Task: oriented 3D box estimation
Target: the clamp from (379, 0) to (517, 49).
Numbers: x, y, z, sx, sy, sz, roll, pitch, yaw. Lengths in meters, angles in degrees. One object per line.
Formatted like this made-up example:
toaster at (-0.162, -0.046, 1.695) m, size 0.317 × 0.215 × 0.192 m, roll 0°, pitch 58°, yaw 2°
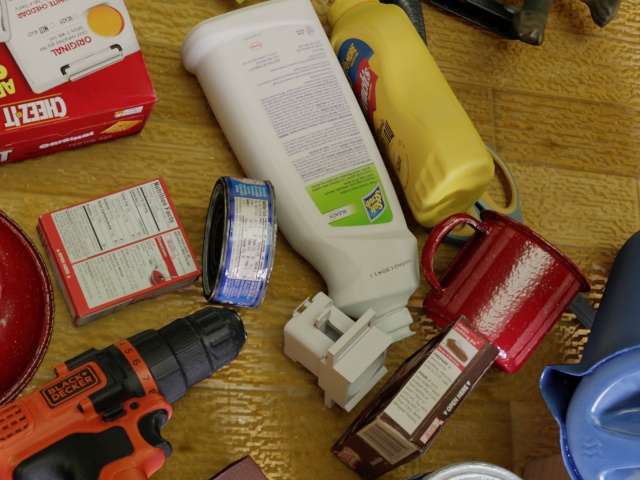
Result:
clamp at (0.068, -0.190, 0.832) m, size 0.171 × 0.039 × 0.120 m, roll 44°, pitch 60°, yaw 3°

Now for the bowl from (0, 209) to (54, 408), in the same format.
bowl at (-0.242, 0.035, 0.647) m, size 0.162 × 0.055 × 0.162 m, roll 5°, pitch 72°, yaw -17°

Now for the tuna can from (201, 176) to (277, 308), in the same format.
tuna can at (-0.055, 0.001, 0.702) m, size 0.033 × 0.086 × 0.086 m, roll 6°, pitch 71°, yaw -15°

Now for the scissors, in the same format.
scissors at (0.141, 0.015, 0.800) m, size 0.096 × 0.016 × 0.202 m, roll -26°, pitch 82°, yaw -22°

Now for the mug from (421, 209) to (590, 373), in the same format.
mug at (0.117, 0.031, 0.737) m, size 0.117 × 0.093 × 0.081 m, roll 40°, pitch 84°, yaw -23°

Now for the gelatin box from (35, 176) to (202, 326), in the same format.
gelatin box at (-0.132, 0.007, 0.706) m, size 0.089 × 0.030 × 0.073 m, roll -20°, pitch 79°, yaw -23°

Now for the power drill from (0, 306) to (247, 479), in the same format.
power drill at (-0.088, 0.130, 0.621) m, size 0.184 × 0.057 × 0.188 m, roll -28°, pitch 47°, yaw -21°

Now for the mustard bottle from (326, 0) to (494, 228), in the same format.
mustard bottle at (0.054, -0.110, 0.764) m, size 0.058 × 0.096 × 0.192 m, roll -22°, pitch 71°, yaw -12°

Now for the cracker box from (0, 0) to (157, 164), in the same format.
cracker box at (-0.222, -0.160, 0.708) m, size 0.164 × 0.072 × 0.214 m, roll -16°, pitch 79°, yaw -22°

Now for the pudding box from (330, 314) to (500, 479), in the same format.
pudding box at (0.059, 0.105, 0.691) m, size 0.039 × 0.114 × 0.090 m, roll 42°, pitch 65°, yaw 1°

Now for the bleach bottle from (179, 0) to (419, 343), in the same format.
bleach bottle at (-0.004, -0.042, 0.747) m, size 0.102 × 0.068 × 0.251 m, roll -21°, pitch 83°, yaw -22°
